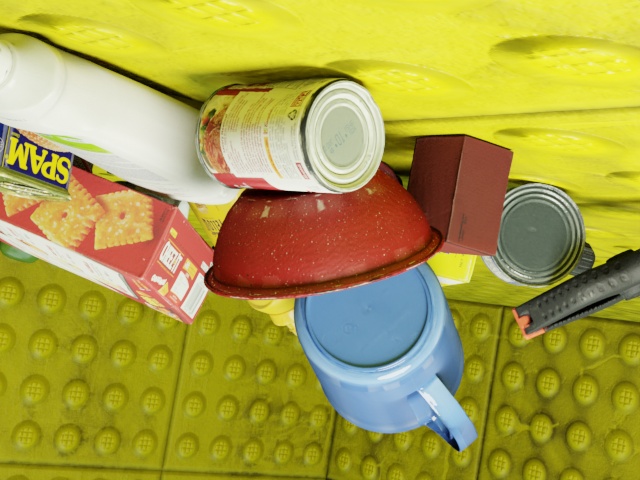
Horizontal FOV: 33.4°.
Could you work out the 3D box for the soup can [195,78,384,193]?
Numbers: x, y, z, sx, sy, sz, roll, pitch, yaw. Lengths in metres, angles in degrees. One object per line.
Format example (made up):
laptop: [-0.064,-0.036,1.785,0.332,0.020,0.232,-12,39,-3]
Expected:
soup can: [-0.019,-0.064,0.652,0.068,0.068,0.102,14,175,-43]

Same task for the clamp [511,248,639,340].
clamp: [0.257,0.024,0.870,0.210,0.036,0.164,-24,163,9]

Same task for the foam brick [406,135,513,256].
foam brick: [0.096,-0.032,0.761,0.052,0.078,0.051,15,174,-37]

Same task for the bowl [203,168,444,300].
bowl: [-0.002,-0.013,0.698,0.162,0.055,0.162,-10,-166,2]

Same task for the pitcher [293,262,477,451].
pitcher: [0.055,0.085,0.853,0.149,0.145,0.243,4,166,9]

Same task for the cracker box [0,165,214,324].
cracker box: [-0.204,-0.015,0.892,0.214,0.072,0.164,23,168,13]

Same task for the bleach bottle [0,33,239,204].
bleach bottle: [-0.147,-0.084,0.724,0.103,0.068,0.250,9,174,23]

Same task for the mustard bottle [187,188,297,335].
mustard bottle: [-0.056,0.001,0.908,0.096,0.058,0.191,4,128,54]

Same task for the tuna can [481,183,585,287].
tuna can: [0.175,-0.004,0.892,0.086,0.086,0.034,10,177,-9]

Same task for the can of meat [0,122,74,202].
can of meat: [-0.218,-0.079,0.766,0.058,0.084,0.102,4,172,25]
